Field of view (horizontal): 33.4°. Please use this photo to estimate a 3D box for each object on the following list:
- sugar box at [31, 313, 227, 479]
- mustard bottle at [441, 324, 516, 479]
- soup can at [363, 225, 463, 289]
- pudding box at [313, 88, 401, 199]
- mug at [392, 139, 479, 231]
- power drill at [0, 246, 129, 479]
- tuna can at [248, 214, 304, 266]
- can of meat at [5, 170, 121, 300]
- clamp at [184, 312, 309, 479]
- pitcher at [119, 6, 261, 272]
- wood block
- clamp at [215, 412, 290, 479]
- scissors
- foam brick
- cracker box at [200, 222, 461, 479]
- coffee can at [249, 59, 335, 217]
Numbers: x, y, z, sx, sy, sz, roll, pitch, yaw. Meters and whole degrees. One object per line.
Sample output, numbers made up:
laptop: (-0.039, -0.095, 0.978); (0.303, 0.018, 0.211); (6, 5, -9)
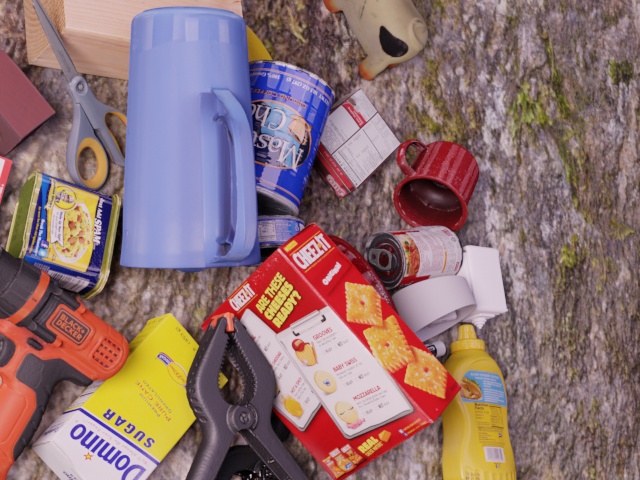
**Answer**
sugar box: (-0.172, 0.159, 0.987); (0.093, 0.048, 0.176); (51, 48, -14)
mustard bottle: (0.179, 0.193, 1.247); (0.096, 0.058, 0.191); (12, 66, -37)
soup can: (0.110, 0.019, 1.253); (0.102, 0.069, 0.068); (-6, 77, -41)
pudding box: (0.035, -0.116, 1.265); (0.090, 0.039, 0.113); (53, 51, -10)
mug: (0.137, -0.075, 1.298); (0.117, 0.093, 0.081); (43, 47, -15)
power drill: (-0.271, 0.109, 0.872); (0.184, 0.057, 0.187); (41, 74, -27)
tuna can: (-0.057, 0.001, 1.113); (0.085, 0.086, 0.034); (5, 72, -37)
can of meat: (-0.240, -0.006, 0.990); (0.083, 0.058, 0.102); (20, 61, -29)
clamp: (-0.087, 0.175, 1.003); (0.164, 0.036, 0.210); (-10, 85, -39)
pitcher: (-0.117, -0.091, 0.998); (0.145, 0.149, 0.243); (-15, 105, -77)
wood block: (-0.188, -0.221, 1.092); (0.205, 0.090, 0.091); (3, 71, -38)
clamp: (-0.058, 0.224, 1.060); (0.171, 0.039, 0.120); (-6, 66, -43)
scissors: (-0.237, -0.126, 1.010); (0.096, 0.016, 0.201); (-61, 141, -22)
foam brick: (-0.297, -0.126, 0.992); (0.078, 0.053, 0.051); (51, 50, -11)
cracker box: (0.007, 0.112, 1.043); (0.214, 0.164, 0.072); (49, 43, 3)
coffee can: (-0.053, -0.104, 1.123); (0.102, 0.103, 0.140); (25, 75, -30)
